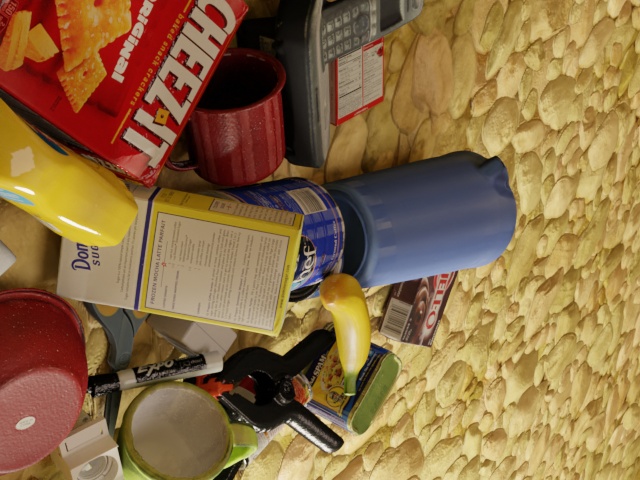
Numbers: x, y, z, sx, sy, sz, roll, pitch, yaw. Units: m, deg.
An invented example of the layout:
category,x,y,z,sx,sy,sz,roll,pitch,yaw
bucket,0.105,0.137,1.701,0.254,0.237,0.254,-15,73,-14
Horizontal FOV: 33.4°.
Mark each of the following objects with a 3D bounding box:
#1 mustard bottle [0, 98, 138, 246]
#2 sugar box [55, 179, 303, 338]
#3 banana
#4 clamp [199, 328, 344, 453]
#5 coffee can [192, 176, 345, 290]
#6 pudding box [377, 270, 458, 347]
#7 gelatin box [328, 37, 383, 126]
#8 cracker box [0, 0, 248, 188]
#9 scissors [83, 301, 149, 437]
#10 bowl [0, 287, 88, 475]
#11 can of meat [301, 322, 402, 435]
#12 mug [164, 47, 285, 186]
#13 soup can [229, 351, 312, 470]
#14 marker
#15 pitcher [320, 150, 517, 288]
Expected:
category,x,y,z,sx,sy,sz,roll,pitch,yaw
mustard bottle,-0.200,-0.054,0.684,0.058,0.096,0.191,-59,155,-5
sugar box,-0.107,0.011,0.815,0.048,0.176,0.093,-72,174,-71
banana,0.026,0.074,1.002,0.198,0.037,0.069,75,10,-56
clamp,-0.039,0.131,1.006,0.171,0.039,0.120,21,56,-44
coffee can,-0.056,0.001,0.923,0.140,0.103,0.103,-15,122,-59
pudding box,0.120,0.069,1.287,0.089,0.039,0.113,17,95,-57
gelatin box,0.028,-0.164,1.025,0.073,0.030,0.089,-33,134,-39
cracker box,-0.156,-0.152,0.732,0.164,0.072,0.213,-62,147,-7
scissors,-0.180,0.090,0.895,0.096,0.016,0.202,15,97,-55
bowl,-0.229,0.117,0.784,0.161,0.055,0.162,-29,137,-32
can of meat,0.029,0.152,1.166,0.102,0.084,0.057,-60,146,-12
mug,-0.081,-0.093,0.866,0.117,0.093,0.081,-29,138,-25
soup can,-0.065,0.168,1.057,0.102,0.069,0.068,-44,140,-30
marker,-0.141,0.113,0.906,0.120,0.020,0.020,-9,118,-27
pitcher,0.083,-0.012,1.121,0.242,0.145,0.149,-12,106,-47
